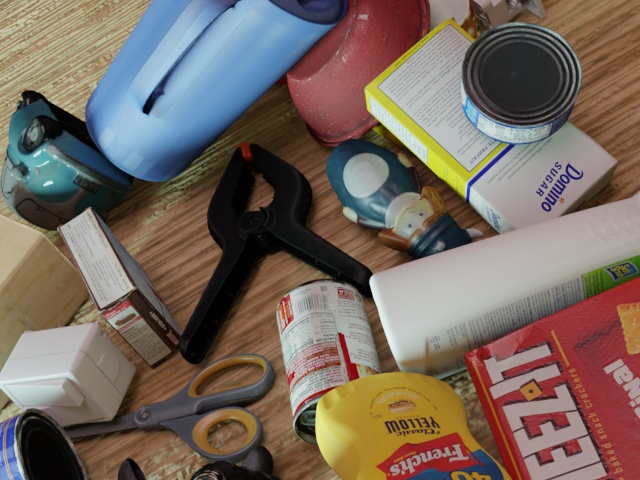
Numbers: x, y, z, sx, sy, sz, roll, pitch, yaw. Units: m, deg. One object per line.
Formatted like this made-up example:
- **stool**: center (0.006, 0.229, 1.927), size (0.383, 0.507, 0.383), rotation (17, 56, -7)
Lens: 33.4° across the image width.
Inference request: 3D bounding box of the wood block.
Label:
- **wood block**: center (-0.303, 0.086, 0.907), size (0.091, 0.090, 0.206), rotation (20, 66, 36)

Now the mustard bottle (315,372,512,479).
- **mustard bottle**: center (0.063, 0.148, 0.632), size (0.096, 0.058, 0.192), rotation (-3, 23, -13)

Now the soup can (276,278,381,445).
- **soup can**: center (0.007, 0.086, 0.767), size (0.068, 0.068, 0.102), rotation (-21, 49, 11)

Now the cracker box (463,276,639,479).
- **cracker box**: center (0.214, 0.103, 0.649), size (0.214, 0.072, 0.164), rotation (-25, 48, 9)

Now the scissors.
- **scissors**: center (-0.124, 0.150, 0.819), size (0.202, 0.016, 0.096), rotation (-25, 48, 7)

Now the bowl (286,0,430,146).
- **bowl**: center (0.019, -0.164, 0.913), size (0.162, 0.055, 0.162), rotation (-34, 43, 38)

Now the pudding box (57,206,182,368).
- **pudding box**: center (-0.163, 0.038, 0.873), size (0.039, 0.090, 0.114), rotation (-37, 48, -4)

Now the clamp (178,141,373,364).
- **clamp**: center (-0.056, 0.001, 0.883), size (0.164, 0.036, 0.210), rotation (-26, 46, 6)

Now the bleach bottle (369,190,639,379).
- **bleach bottle**: center (0.165, 0.025, 0.727), size (0.251, 0.102, 0.068), rotation (-19, 58, 4)

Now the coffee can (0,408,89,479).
- **coffee can**: center (-0.255, 0.200, 0.788), size (0.140, 0.102, 0.103), rotation (-26, 48, 6)

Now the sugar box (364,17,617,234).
- **sugar box**: center (0.126, -0.080, 0.809), size (0.093, 0.048, 0.176), rotation (-41, 74, -8)

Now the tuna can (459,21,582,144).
- **tuna can**: center (0.144, -0.113, 0.775), size (0.086, 0.034, 0.086), rotation (-1, 69, 3)

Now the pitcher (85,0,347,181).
- **pitcher**: center (-0.104, -0.156, 0.902), size (0.243, 0.149, 0.145), rotation (-43, 48, 35)
